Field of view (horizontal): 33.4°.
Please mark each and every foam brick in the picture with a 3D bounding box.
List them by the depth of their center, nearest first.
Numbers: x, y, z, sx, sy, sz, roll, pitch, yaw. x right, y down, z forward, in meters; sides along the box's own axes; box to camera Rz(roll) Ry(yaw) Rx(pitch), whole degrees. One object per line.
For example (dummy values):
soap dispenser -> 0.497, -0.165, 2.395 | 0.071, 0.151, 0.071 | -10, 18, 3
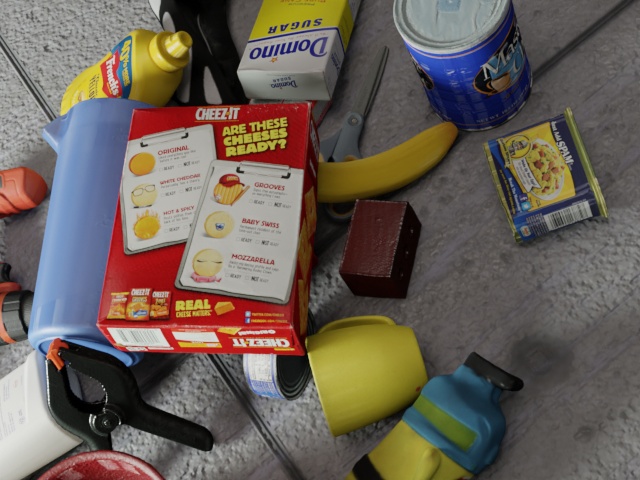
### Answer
foam brick -> 0.055, 0.008, 0.972 | 0.051, 0.053, 0.078 | 5, 68, 22

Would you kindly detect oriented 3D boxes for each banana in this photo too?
banana -> 0.035, -0.071, 1.001 | 0.197, 0.037, 0.069 | -4, 90, -6

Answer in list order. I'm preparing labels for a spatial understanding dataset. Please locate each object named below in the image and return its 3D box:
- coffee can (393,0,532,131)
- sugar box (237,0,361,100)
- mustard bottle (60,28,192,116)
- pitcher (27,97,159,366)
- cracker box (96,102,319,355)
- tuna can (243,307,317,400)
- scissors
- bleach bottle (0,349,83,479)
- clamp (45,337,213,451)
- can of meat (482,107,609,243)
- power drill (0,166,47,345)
coffee can -> 0.134, -0.179, 0.980 | 0.103, 0.140, 0.103 | -8, 63, 16
sugar box -> -0.016, -0.222, 1.091 | 0.093, 0.048, 0.176 | 3, 53, 18
mustard bottle -> -0.194, -0.161, 1.094 | 0.192, 0.058, 0.096 | -27, 56, 41
pitcher -> -0.193, -0.003, 1.026 | 0.149, 0.144, 0.243 | -8, 62, 28
cracker box -> -0.089, -0.010, 0.917 | 0.164, 0.072, 0.213 | -1, 62, 9
tuna can -> -0.035, 0.097, 0.944 | 0.034, 0.086, 0.086 | 4, 67, 24
scissors -> 0.013, -0.111, 1.055 | 0.096, 0.016, 0.201 | 4, 66, 3
bleach bottle -> -0.345, 0.209, 1.018 | 0.251, 0.068, 0.102 | -32, 44, 9
clamp -> -0.192, 0.164, 0.947 | 0.120, 0.171, 0.039 | -45, 15, -1
can of meat -> 0.199, -0.056, 0.947 | 0.084, 0.057, 0.102 | -20, 60, 13
power drill -> -0.328, 0.019, 1.106 | 0.184, 0.057, 0.187 | -9, 62, 12
